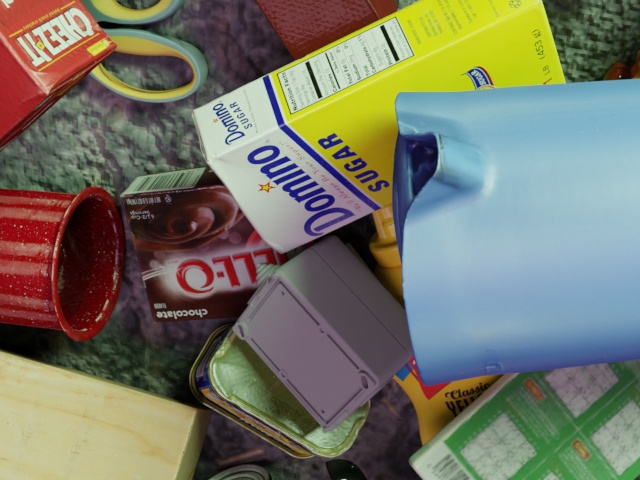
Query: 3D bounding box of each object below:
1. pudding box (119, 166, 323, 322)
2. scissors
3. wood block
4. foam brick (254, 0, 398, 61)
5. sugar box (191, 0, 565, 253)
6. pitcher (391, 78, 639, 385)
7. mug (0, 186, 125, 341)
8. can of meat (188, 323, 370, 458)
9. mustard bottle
[{"bbox_3d":[-0.054,0.001,0.644,0.113,0.039,0.090,-4,116,13],"label":"pudding box"},{"bbox_3d":[-0.159,-0.134,0.608,0.202,0.016,0.096,16,118,3],"label":"scissors"},{"bbox_3d":[-0.185,0.123,0.689,0.206,0.091,0.090,16,80,3],"label":"wood block"},{"bbox_3d":[-0.002,-0.133,0.555,0.053,0.051,0.078,-27,110,22],"label":"foam brick"},{"bbox_3d":[0.034,-0.064,0.545,0.176,0.048,0.093,-27,141,7],"label":"sugar box"},{"bbox_3d":[0.156,-0.007,0.472,0.243,0.149,0.145,-5,110,11],"label":"pitcher"},{"bbox_3d":[-0.173,0.016,0.658,0.081,0.093,0.117,5,155,14],"label":"mug"},{"bbox_3d":[-0.025,0.091,0.651,0.102,0.084,0.057,32,76,-5],"label":"can of meat"},{"bbox_3d":[0.079,0.056,0.634,0.096,0.058,0.191,-21,111,20],"label":"mustard bottle"}]
